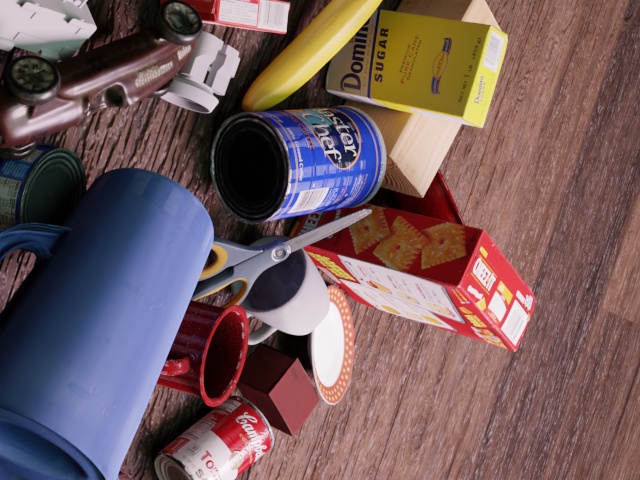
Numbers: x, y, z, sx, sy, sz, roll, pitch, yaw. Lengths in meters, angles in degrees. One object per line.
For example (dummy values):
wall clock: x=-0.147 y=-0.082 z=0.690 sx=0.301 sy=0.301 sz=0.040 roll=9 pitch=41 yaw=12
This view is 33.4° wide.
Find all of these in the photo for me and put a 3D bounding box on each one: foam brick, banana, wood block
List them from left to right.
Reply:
foam brick: x=-0.045 y=0.156 z=1.118 sx=0.053 sy=0.051 sz=0.078 roll=-50 pitch=137 yaw=-27
banana: x=-0.001 y=-0.194 z=1.011 sx=0.198 sy=0.037 sz=0.069 roll=-46 pitch=171 yaw=9
wood block: x=0.103 y=-0.162 z=1.141 sx=0.090 sy=0.091 sz=0.206 roll=44 pitch=69 yaw=-49

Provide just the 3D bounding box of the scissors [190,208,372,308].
scissors: x=-0.057 y=0.001 z=0.997 sx=0.202 sy=0.016 sz=0.096 roll=-37 pitch=121 yaw=5

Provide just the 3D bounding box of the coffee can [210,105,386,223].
coffee can: x=-0.020 y=-0.074 z=1.016 sx=0.140 sy=0.103 sz=0.103 roll=-12 pitch=113 yaw=-48

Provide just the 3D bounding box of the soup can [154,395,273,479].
soup can: x=-0.105 y=0.209 z=1.053 sx=0.102 sy=0.069 sz=0.068 roll=-36 pitch=129 yaw=-36

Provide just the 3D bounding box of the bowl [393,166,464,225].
bowl: x=0.126 y=-0.027 z=1.206 sx=0.055 sy=0.162 sz=0.162 roll=-25 pitch=133 yaw=5

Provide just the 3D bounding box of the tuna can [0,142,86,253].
tuna can: x=-0.219 y=-0.033 z=0.827 sx=0.086 sy=0.034 sz=0.086 roll=14 pitch=90 yaw=-71

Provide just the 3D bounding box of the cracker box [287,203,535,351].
cracker box: x=0.097 y=0.029 z=1.108 sx=0.164 sy=0.214 sz=0.072 roll=43 pitch=68 yaw=-49

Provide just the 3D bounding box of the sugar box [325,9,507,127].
sugar box: x=0.090 y=-0.174 z=1.051 sx=0.048 sy=0.176 sz=0.093 roll=16 pitch=91 yaw=-54

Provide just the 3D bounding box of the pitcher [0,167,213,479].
pitcher: x=-0.175 y=0.056 z=0.779 sx=0.149 sy=0.145 sz=0.242 roll=94 pitch=14 yaw=-51

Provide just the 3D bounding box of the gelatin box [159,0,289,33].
gelatin box: x=-0.083 y=-0.200 z=0.915 sx=0.089 sy=0.073 sz=0.030 roll=-4 pitch=106 yaw=-49

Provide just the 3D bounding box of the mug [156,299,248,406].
mug: x=-0.125 y=0.097 z=0.952 sx=0.117 sy=0.082 sz=0.093 roll=-26 pitch=126 yaw=-66
